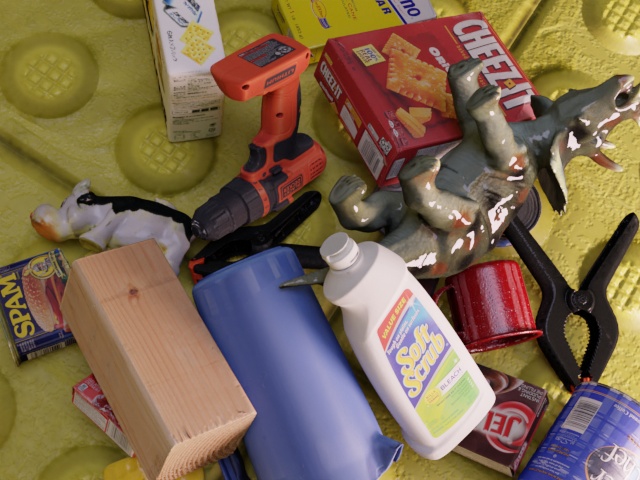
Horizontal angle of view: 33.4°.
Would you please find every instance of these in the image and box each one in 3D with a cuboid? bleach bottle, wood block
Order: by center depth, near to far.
[{"bbox_3d":[0.069,0.093,0.998,0.102,0.068,0.250,-43,123,-9],"label":"bleach bottle"},{"bbox_3d":[-0.157,0.112,1.005,0.090,0.090,0.206,-17,62,-33],"label":"wood block"}]

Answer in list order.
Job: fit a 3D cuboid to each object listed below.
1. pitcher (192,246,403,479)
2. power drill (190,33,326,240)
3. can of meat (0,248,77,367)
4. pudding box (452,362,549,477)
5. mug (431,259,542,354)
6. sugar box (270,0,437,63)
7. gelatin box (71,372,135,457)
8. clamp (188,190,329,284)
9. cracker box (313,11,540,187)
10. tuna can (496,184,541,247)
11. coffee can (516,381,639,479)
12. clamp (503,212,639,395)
[{"bbox_3d":[-0.040,0.138,1.031,0.149,0.145,0.243,-22,87,-18],"label":"pitcher"},{"bbox_3d":[-0.068,-0.106,1.104,0.057,0.188,0.184,30,50,30],"label":"power drill"},{"bbox_3d":[-0.287,0.066,1.089,0.083,0.057,0.102,-19,74,-17],"label":"can of meat"},{"bbox_3d":[0.165,0.178,1.093,0.114,0.039,0.090,18,65,28],"label":"pudding box"},{"bbox_3d":[0.167,0.071,1.119,0.117,0.093,0.081,-6,75,-20],"label":"mug"},{"bbox_3d":[0.040,-0.272,1.264,0.176,0.048,0.093,-19,73,-12],"label":"sugar box"},{"bbox_3d":[-0.187,0.157,1.043,0.089,0.030,0.073,38,47,18],"label":"gelatin box"},{"bbox_3d":[-0.058,0.001,1.145,0.171,0.039,0.120,-10,38,-3],"label":"clamp"},{"bbox_3d":[0.125,-0.163,1.186,0.213,0.072,0.164,-16,63,-26],"label":"cracker box"},{"bbox_3d":[0.203,-0.036,1.201,0.086,0.034,0.086,2,69,-6],"label":"tuna can"},{"bbox_3d":[0.267,0.228,1.072,0.103,0.103,0.140,36,69,7],"label":"coffee can"},{"bbox_3d":[0.266,0.060,1.156,0.164,0.036,0.210,8,77,-11],"label":"clamp"}]
